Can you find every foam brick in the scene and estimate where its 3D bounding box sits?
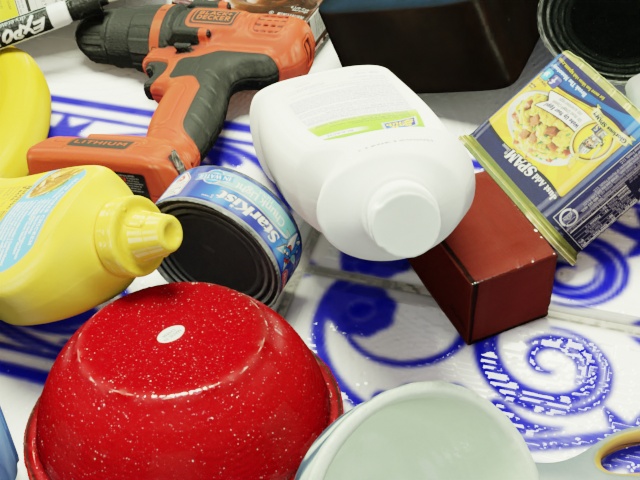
[{"bbox_3d":[0.087,0.009,0.594,0.051,0.053,0.078,-20,48,-14],"label":"foam brick"}]

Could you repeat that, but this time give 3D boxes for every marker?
[{"bbox_3d":[-0.207,-0.151,0.752,0.121,0.020,0.020,-20,46,-1],"label":"marker"}]

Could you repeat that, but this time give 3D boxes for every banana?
[{"bbox_3d":[-0.214,-0.073,0.713,0.069,0.037,0.197,1,45,7],"label":"banana"}]

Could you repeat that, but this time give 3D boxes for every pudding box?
[{"bbox_3d":[-0.042,-0.181,0.801,0.114,0.039,0.090,15,48,19],"label":"pudding box"}]

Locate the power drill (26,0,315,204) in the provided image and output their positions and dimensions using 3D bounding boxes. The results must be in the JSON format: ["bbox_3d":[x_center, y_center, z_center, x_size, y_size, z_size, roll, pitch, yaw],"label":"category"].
[{"bbox_3d":[-0.115,-0.095,0.710,0.185,0.057,0.187,6,47,22],"label":"power drill"}]

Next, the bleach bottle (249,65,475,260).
[{"bbox_3d":[0.017,-0.040,0.559,0.102,0.068,0.251,-14,17,-1],"label":"bleach bottle"}]

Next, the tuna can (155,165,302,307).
[{"bbox_3d":[-0.054,0.001,0.591,0.086,0.086,0.033,16,47,19],"label":"tuna can"}]

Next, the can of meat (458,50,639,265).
[{"bbox_3d":[0.143,-0.051,0.618,0.084,0.057,0.102,-43,48,10],"label":"can of meat"}]

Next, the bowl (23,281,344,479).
[{"bbox_3d":[-0.070,0.068,0.525,0.162,0.055,0.162,-3,32,1],"label":"bowl"}]

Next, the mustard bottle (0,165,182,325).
[{"bbox_3d":[-0.151,0.002,0.571,0.192,0.058,0.096,-5,41,35],"label":"mustard bottle"}]
